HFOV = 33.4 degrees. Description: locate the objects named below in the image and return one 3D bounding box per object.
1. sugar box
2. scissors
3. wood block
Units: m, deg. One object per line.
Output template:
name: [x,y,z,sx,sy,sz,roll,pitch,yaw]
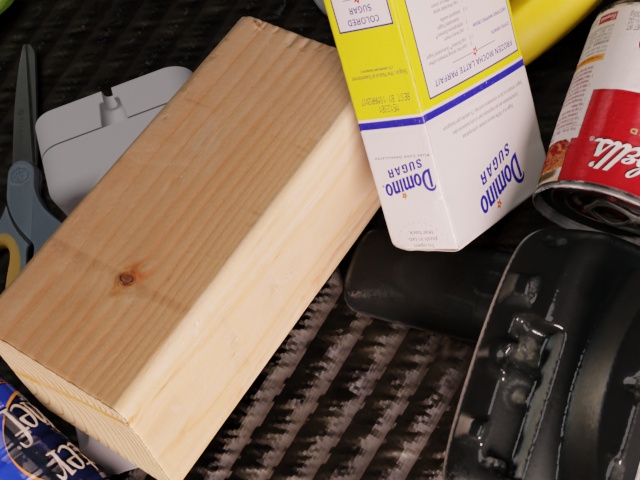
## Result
sugar box: [0.051,-0.092,0.496,0.048,0.176,0.093,2,24,42]
scissors: [-0.161,-0.029,0.636,0.096,0.016,0.201,4,70,18]
wood block: [-0.054,0.000,0.521,0.091,0.090,0.206,25,65,25]
